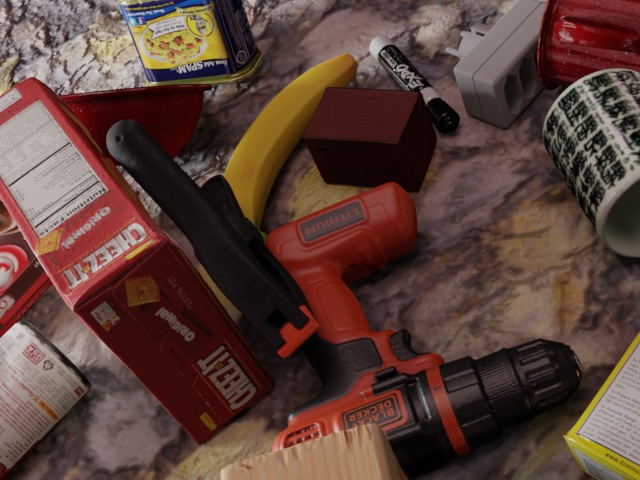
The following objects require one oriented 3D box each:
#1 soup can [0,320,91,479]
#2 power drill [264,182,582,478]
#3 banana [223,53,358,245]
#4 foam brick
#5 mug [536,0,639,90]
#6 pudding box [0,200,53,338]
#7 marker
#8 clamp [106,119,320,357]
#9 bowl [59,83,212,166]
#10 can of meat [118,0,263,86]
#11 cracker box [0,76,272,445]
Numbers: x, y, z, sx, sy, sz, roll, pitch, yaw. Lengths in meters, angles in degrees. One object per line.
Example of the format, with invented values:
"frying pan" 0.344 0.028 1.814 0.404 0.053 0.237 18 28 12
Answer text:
"soup can" -0.212 0.111 0.709 0.069 0.068 0.102 29 67 38
"power drill" 0.046 0.052 0.653 0.184 0.057 0.188 -21 47 6
"banana" -0.031 -0.066 0.798 0.070 0.037 0.197 5 53 27
"foam brick" 0.037 -0.074 0.764 0.078 0.053 0.051 8 56 28
"mug" 0.197 -0.138 0.713 0.082 0.093 0.117 18 17 28
"pudding box" -0.259 0.017 0.827 0.114 0.039 0.090 25 66 37
"marker" 0.071 -0.119 0.809 0.020 0.020 0.121 -30 47 -3
"clamp" -0.054 0.001 0.653 0.039 0.120 0.171 -43 69 15
"bowl" -0.161 -0.086 0.826 0.162 0.055 0.162 -6 7 0
"can of meat" -0.109 -0.176 0.883 0.102 0.084 0.057 -3 36 22
"cracker box" -0.133 0.008 0.695 0.072 0.164 0.214 -38 48 -7
